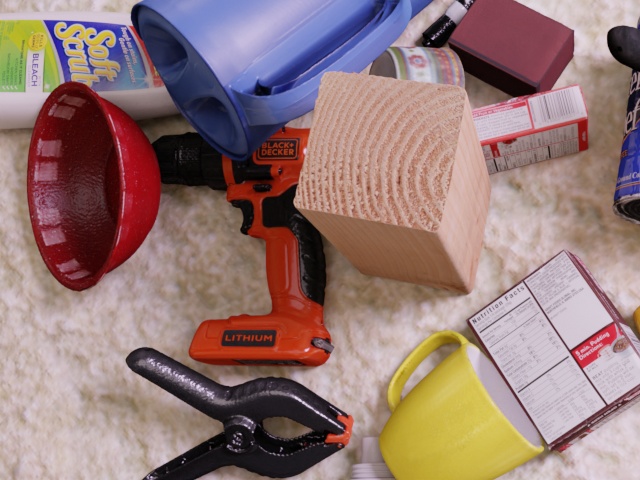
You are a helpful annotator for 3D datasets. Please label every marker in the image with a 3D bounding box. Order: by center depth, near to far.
[{"bbox_3d":[0.125,-0.195,0.838,0.121,0.020,0.020,-46,71,0],"label":"marker"}]

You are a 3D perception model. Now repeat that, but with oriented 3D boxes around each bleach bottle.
[{"bbox_3d":[-0.167,-0.148,0.880,0.251,0.068,0.102,-3,75,11],"label":"bleach bottle"}]

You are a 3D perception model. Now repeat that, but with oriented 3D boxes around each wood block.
[{"bbox_3d":[0.058,-0.032,0.719,0.091,0.206,0.090,10,80,16],"label":"wood block"}]

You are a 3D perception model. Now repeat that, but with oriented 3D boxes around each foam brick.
[{"bbox_3d":[0.144,-0.145,0.805,0.078,0.053,0.051,31,87,17],"label":"foam brick"}]

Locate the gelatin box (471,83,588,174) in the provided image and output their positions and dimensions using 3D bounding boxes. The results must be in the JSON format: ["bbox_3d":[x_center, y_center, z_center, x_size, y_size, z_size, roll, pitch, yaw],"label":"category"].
[{"bbox_3d":[0.149,-0.079,0.777,0.089,0.073,0.030,-13,74,12],"label":"gelatin box"}]

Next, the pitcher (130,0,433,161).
[{"bbox_3d":[-0.002,-0.174,0.781,0.242,0.145,0.149,-39,84,-15],"label":"pitcher"}]

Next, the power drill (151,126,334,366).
[{"bbox_3d":[-0.055,0.001,0.819,0.185,0.057,0.187,0,78,17],"label":"power drill"}]

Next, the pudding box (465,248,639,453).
[{"bbox_3d":[0.169,0.076,0.742,0.090,0.039,0.113,-38,62,17],"label":"pudding box"}]

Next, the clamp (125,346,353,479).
[{"bbox_3d":[-0.063,0.146,0.790,0.171,0.039,0.120,10,117,7],"label":"clamp"}]

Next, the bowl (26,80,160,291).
[{"bbox_3d":[-0.172,-0.043,0.836,0.162,0.055,0.162,6,98,50],"label":"bowl"}]
